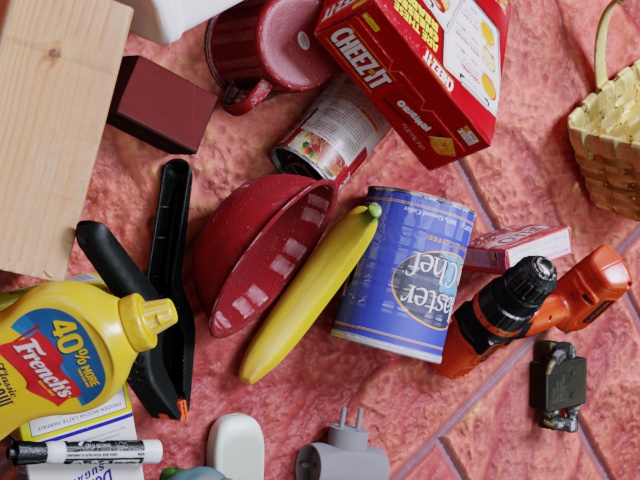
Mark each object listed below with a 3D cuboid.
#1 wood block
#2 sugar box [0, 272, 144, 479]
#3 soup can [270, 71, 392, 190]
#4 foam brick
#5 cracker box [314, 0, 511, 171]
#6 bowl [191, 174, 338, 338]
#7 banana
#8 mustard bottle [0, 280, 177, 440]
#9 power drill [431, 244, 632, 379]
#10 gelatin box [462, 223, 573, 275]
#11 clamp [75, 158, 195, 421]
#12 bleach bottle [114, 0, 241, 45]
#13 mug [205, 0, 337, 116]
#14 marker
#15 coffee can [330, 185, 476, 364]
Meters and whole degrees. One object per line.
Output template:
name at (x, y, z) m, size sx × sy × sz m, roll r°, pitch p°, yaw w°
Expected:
wood block at (-0.215, -0.081, 0.779) m, size 0.090 × 0.090 × 0.206 m, roll 16°, pitch 86°, yaw -31°
sugar box at (-0.199, 0.121, 0.835) m, size 0.093 × 0.048 × 0.176 m, roll -13°, pitch 105°, yaw -30°
soup can at (0.014, -0.092, 0.936) m, size 0.102 × 0.069 × 0.068 m, roll -50°, pitch 117°, yaw -19°
foam brick at (-0.132, -0.107, 0.851) m, size 0.078 × 0.053 × 0.051 m, roll 26°, pitch 81°, yaw -31°
cracker box at (0.085, -0.190, 0.916) m, size 0.164 × 0.072 × 0.213 m, roll 46°, pitch 39°, yaw -27°
bowl at (-0.056, 0.001, 0.878) m, size 0.055 × 0.162 × 0.162 m, roll 38°, pitch 69°, yaw 14°
banana at (-0.008, 0.040, 0.927) m, size 0.037 × 0.069 × 0.198 m, roll 38°, pitch 104°, yaw 11°
mustard bottle at (-0.193, 0.081, 0.755) m, size 0.191 × 0.058 × 0.096 m, roll -20°, pitch 108°, yaw 3°
power drill at (0.212, 0.057, 1.027) m, size 0.187 × 0.185 × 0.057 m, roll -13°, pitch 65°, yaw -35°
gelatin box at (0.193, 0.007, 1.055) m, size 0.089 × 0.073 × 0.030 m, roll -18°, pitch 103°, yaw -29°
clamp at (-0.129, 0.045, 0.855) m, size 0.164 × 0.036 × 0.210 m, roll -57°, pitch 144°, yaw -56°
bleach bottle at (-0.045, -0.239, 0.856) m, size 0.250 × 0.103 × 0.068 m, roll -30°, pitch 122°, yaw -21°
mug at (-0.043, -0.153, 0.886) m, size 0.093 × 0.082 × 0.117 m, roll 41°, pitch 73°, yaw -28°
marker at (-0.179, 0.162, 0.814) m, size 0.120 × 0.020 × 0.020 m, roll 6°, pitch 91°, yaw -33°
coffee can at (0.075, 0.031, 0.965) m, size 0.102 × 0.103 × 0.140 m, roll 17°, pitch 85°, yaw -32°
